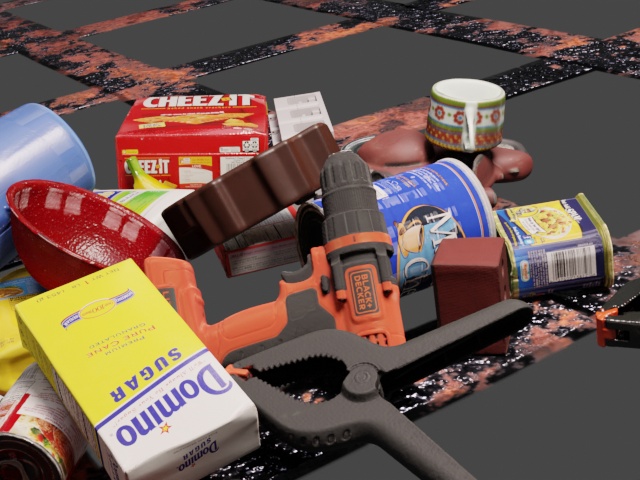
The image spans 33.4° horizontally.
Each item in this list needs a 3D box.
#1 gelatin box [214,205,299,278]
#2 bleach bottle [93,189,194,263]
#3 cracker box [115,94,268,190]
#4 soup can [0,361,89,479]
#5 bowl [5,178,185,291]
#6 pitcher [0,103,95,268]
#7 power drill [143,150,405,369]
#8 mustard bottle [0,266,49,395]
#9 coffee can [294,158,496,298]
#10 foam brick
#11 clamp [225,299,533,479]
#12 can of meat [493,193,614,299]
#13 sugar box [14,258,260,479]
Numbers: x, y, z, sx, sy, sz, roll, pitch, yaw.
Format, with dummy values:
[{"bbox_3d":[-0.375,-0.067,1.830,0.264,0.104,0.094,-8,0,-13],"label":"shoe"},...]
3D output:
[{"bbox_3d":[-0.057,0.001,1.027,0.089,0.030,0.073,-14,26,-11],"label":"gelatin box"},{"bbox_3d":[-0.238,-0.013,1.079,0.251,0.068,0.102,3,31,31],"label":"bleach bottle"},{"bbox_3d":[-0.141,-0.116,1.226,0.164,0.072,0.213,-1,19,-3],"label":"cracker box"},{"bbox_3d":[-0.192,0.132,0.730,0.068,0.068,0.102,-4,24,10],"label":"soup can"},{"bbox_3d":[-0.198,0.011,0.905,0.162,0.055,0.162,26,16,-8],"label":"bowl"},{"bbox_3d":[-0.322,-0.021,0.975,0.149,0.145,0.242,44,60,8],"label":"pitcher"},{"bbox_3d":[-0.035,0.032,0.806,0.188,0.184,0.057,-12,-19,7],"label":"power drill"},{"bbox_3d":[-0.238,0.067,0.900,0.096,0.058,0.192,-5,22,-20],"label":"mustard bottle"},{"bbox_3d":[0.063,-0.003,0.907,0.140,0.103,0.103,-18,26,-21],"label":"coffee can"},{"bbox_3d":[0.118,0.042,0.822,0.051,0.078,0.053,-1,24,18],"label":"foam brick"},{"bbox_3d":[0.039,0.095,0.717,0.210,0.036,0.164,7,48,24],"label":"clamp"},{"bbox_3d":[0.193,0.005,0.906,0.084,0.057,0.102,-9,24,1],"label":"can of meat"},{"bbox_3d":[-0.124,0.088,0.702,0.093,0.048,0.176,-25,42,-26],"label":"sugar box"}]
